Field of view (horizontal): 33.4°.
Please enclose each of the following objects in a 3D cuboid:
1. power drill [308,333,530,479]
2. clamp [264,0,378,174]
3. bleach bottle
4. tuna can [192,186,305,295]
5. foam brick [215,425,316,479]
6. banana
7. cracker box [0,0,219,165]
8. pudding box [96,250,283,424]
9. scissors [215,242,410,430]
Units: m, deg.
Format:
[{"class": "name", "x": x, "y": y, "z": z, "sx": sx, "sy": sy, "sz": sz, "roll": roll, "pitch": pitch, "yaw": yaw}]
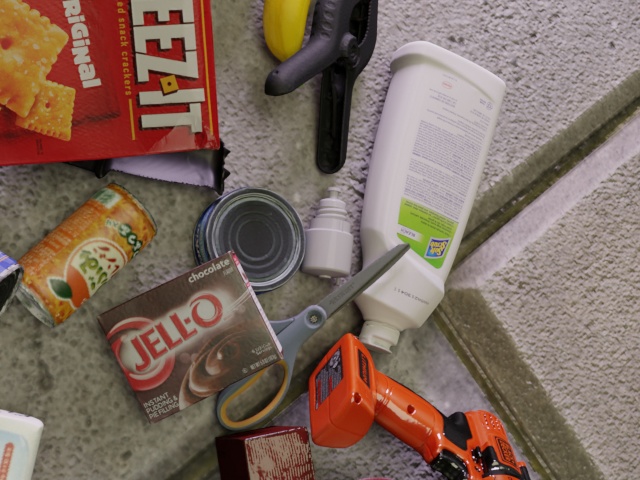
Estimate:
[{"class": "power drill", "x": 0.080, "y": 0.162, "z": 0.808, "sx": 0.187, "sy": 0.184, "sz": 0.057, "roll": 34, "pitch": 107, "yaw": -16}, {"class": "clamp", "x": 0.014, "y": -0.143, "z": 0.880, "sx": 0.171, "sy": 0.039, "sz": 0.120, "roll": -62, "pitch": 149, "yaw": -29}, {"class": "bleach bottle", "x": 0.075, "y": -0.031, "z": 0.888, "sx": 0.102, "sy": 0.068, "sz": 0.251, "roll": 22, "pitch": 77, "yaw": -18}, {"class": "tuna can", "x": -0.056, "y": 0.001, "z": 0.843, "sx": 0.086, "sy": 0.034, "sz": 0.086, "roll": 3, "pitch": 81, "yaw": -22}, {"class": "foam brick", "x": -0.041, "y": 0.169, "z": 0.801, "sx": 0.051, "sy": 0.078, "sz": 0.053, "roll": -7, "pitch": 85, "yaw": -22}, {"class": "banana", "x": -0.006, "y": -0.229, "z": 0.891, "sx": 0.037, "sy": 0.069, "sz": 0.197, "roll": 15, "pitch": 74, "yaw": 25}, {"class": "cracker box", "x": -0.182, "y": -0.137, "z": 0.738, "sx": 0.213, "sy": 0.072, "sz": 0.164, "roll": -5, "pitch": 104, "yaw": -9}, {"class": "pudding box", "x": -0.096, "y": 0.071, "z": 0.794, "sx": 0.113, "sy": 0.039, "sz": 0.090, "roll": -27, "pitch": 94, "yaw": -2}, {"class": "scissors", "x": -0.026, "y": 0.055, "z": 0.833, "sx": 0.096, "sy": 0.016, "sz": 0.201, "roll": 38, "pitch": 84, "yaw": -5}]
